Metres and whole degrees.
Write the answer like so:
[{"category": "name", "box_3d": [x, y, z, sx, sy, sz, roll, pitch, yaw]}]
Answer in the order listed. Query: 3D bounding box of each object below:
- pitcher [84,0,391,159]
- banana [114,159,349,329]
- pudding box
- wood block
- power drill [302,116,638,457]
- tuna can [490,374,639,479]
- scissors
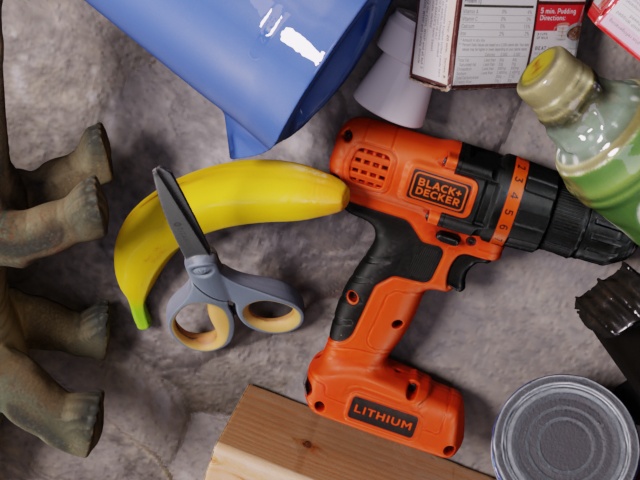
[{"category": "pitcher", "box_3d": [-0.072, -0.174, 0.564, 0.243, 0.149, 0.145, 36, 153, 0]}, {"category": "banana", "box_3d": [-0.069, -0.010, 0.647, 0.198, 0.037, 0.069, -30, 115, 38]}, {"category": "pudding box", "box_3d": [0.098, -0.137, 0.563, 0.089, 0.039, 0.113, -6, 111, -30]}, {"category": "wood block", "box_3d": [0.028, 0.182, 0.682, 0.206, 0.090, 0.090, 21, 110, 4]}, {"category": "power drill", "box_3d": [0.078, 0.033, 0.641, 0.184, 0.057, 0.188, 18, 109, 6]}, {"category": "tuna can", "box_3d": [0.143, 0.123, 0.628, 0.086, 0.033, 0.086, -3, 71, 9]}, {"category": "scissors", "box_3d": [-0.050, 0.015, 0.620, 0.096, 0.016, 0.202, -1, 149, -10]}]
